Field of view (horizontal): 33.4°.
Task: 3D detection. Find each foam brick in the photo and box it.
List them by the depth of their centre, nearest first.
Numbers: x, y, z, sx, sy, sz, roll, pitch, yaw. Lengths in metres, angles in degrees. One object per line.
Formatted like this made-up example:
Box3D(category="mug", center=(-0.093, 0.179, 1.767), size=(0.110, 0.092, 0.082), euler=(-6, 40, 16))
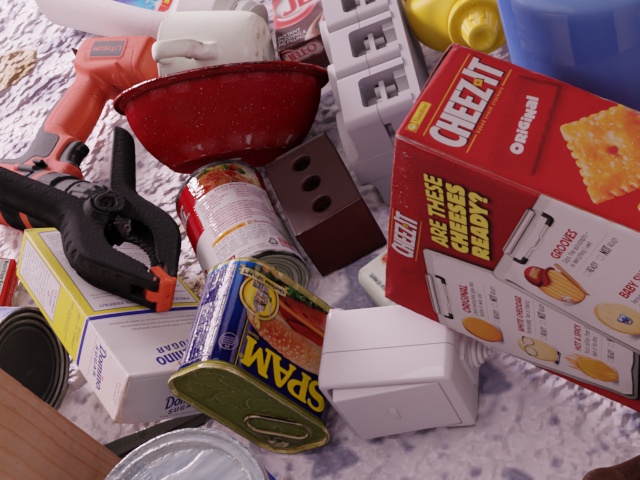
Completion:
Box3D(category="foam brick", center=(0.003, -0.025, 0.745), size=(0.053, 0.051, 0.078), euler=(-30, 47, 3))

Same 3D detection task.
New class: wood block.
Box3D(category="wood block", center=(-0.180, 0.139, 0.591), size=(0.091, 0.206, 0.090), euler=(8, 64, 21))

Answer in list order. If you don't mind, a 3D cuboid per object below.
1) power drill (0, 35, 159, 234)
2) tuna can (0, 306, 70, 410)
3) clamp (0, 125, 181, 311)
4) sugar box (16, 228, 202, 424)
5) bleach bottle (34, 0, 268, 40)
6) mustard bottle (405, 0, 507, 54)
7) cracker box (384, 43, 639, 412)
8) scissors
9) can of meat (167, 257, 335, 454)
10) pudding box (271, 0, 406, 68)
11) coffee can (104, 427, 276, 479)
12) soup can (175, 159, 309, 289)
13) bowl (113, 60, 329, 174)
Box3D(category="power drill", center=(-0.192, -0.084, 0.874), size=(0.185, 0.057, 0.187), euler=(9, 57, 40))
Box3D(category="tuna can", center=(-0.215, 0.088, 0.742), size=(0.034, 0.086, 0.086), euler=(-1, 55, 28))
Box3D(category="clamp", center=(-0.158, -0.014, 0.729), size=(0.120, 0.039, 0.172), euler=(-18, 48, -23))
Box3D(category="sugar box", center=(-0.131, 0.052, 0.726), size=(0.176, 0.093, 0.048), euler=(46, 127, 41))
Box3D(category="bleach bottle", center=(-0.148, -0.225, 0.972), size=(0.251, 0.068, 0.102), euler=(18, 65, 33))
Box3D(category="mustard bottle", center=(0.109, -0.179, 0.768), size=(0.096, 0.058, 0.191), euler=(-17, 28, 13))
Box3D(category="cracker box", center=(0.143, 0.009, 0.529), size=(0.214, 0.164, 0.072), euler=(24, 63, 15))
Box3D(category="scissors", center=(-0.166, 0.167, 0.703), size=(0.202, 0.016, 0.096), euler=(-11, 52, 19))
Box3D(category="can of meat", center=(-0.034, 0.070, 0.656), size=(0.058, 0.102, 0.084), euler=(-25, 39, 41))
Box3D(category="pudding box", center=(0.017, -0.191, 0.877), size=(0.113, 0.039, 0.090), euler=(-19, 48, 12))
Box3D(category="coffee can", center=(-0.045, 0.174, 0.552), size=(0.103, 0.140, 0.103), euler=(-14, 50, 17))
Box3D(category="soup can", center=(-0.055, 0.001, 0.743), size=(0.068, 0.068, 0.102), euler=(-30, 48, 2))
Box3D(category="bowl", center=(-0.068, -0.084, 0.786), size=(0.162, 0.162, 0.055), euler=(-11, 85, 19))
